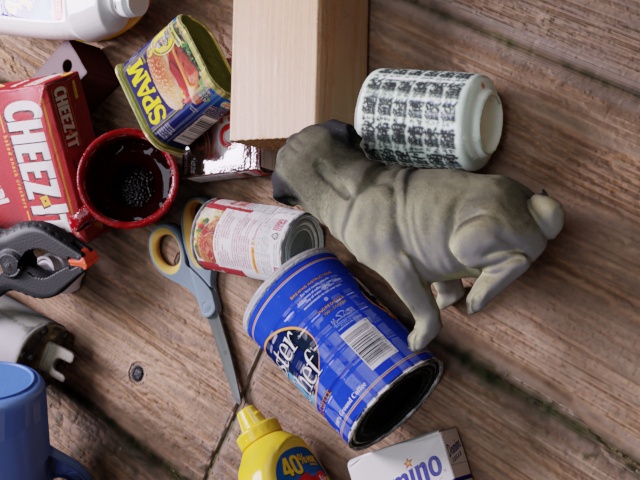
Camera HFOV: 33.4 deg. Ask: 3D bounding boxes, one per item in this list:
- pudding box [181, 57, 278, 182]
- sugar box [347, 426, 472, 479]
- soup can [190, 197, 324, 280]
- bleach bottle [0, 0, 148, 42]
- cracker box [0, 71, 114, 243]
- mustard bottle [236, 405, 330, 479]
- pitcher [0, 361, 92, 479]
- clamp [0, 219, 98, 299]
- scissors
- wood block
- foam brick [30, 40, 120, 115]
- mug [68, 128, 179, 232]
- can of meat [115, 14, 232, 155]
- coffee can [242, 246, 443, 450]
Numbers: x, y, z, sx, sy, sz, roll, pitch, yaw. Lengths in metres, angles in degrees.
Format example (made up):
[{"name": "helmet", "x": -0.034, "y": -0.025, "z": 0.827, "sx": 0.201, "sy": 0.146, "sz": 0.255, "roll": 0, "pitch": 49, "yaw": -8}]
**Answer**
[{"name": "pudding box", "x": -0.084, "y": -0.114, "z": 1.001, "sx": 0.090, "sy": 0.039, "sz": 0.113, "roll": -4, "pitch": 85, "yaw": 32}, {"name": "sugar box", "x": 0.091, "y": 0.250, "z": 0.868, "sx": 0.093, "sy": 0.048, "sz": 0.176, "roll": -24, "pitch": 77, "yaw": 25}, {"name": "soup can", "x": -0.056, "y": 0.001, "z": 0.961, "sx": 0.102, "sy": 0.068, "sz": 0.068, "roll": 10, "pitch": 92, "yaw": 31}, {"name": "bleach bottle", "x": -0.271, "y": -0.252, "z": 1.063, "sx": 0.251, "sy": 0.068, "sz": 0.102, "roll": 11, "pitch": 93, "yaw": 33}, {"name": "cracker box", "x": -0.331, "y": -0.072, "z": 1.082, "sx": 0.214, "sy": 0.072, "sz": 0.164, "roll": -5, "pitch": 108, "yaw": 22}, {"name": "mustard bottle", "x": -0.019, "y": 0.225, "z": 0.909, "sx": 0.058, "sy": 0.096, "sz": 0.192, "roll": -42, "pitch": 67, "yaw": 23}, {"name": "pitcher", "x": -0.310, "y": 0.247, "z": 1.042, "sx": 0.145, "sy": 0.148, "sz": 0.243, "roll": 17, "pitch": 112, "yaw": 37}, {"name": "clamp", "x": -0.305, "y": 0.010, "z": 1.046, "sx": 0.172, "sy": 0.039, "sz": 0.120, "roll": -10, "pitch": 112, "yaw": 15}, {"name": "scissors", "x": -0.122, "y": 0.059, "z": 1.029, "sx": 0.096, "sy": 0.016, "sz": 0.202, "roll": -9, "pitch": 83, "yaw": 33}, {"name": "wood block", "x": -0.016, "y": -0.185, "z": 0.934, "sx": 0.091, "sy": 0.090, "sz": 0.206, "roll": -1, "pitch": 86, "yaw": 32}, {"name": "foam brick", "x": -0.257, "y": -0.161, "z": 1.103, "sx": 0.078, "sy": 0.051, "sz": 0.053, "roll": -43, "pitch": 67, "yaw": 23}, {"name": "mug", "x": -0.188, "y": -0.047, "z": 1.015, "sx": 0.117, "sy": 0.081, "sz": 0.093, "roll": -41, "pitch": 90, "yaw": -5}, {"name": "can of meat", "x": -0.128, "y": -0.143, "z": 0.976, "sx": 0.084, "sy": 0.057, "sz": 0.102, "roll": -36, "pitch": 66, "yaw": 21}, {"name": "coffee can", "x": 0.018, "y": 0.089, "z": 0.890, "sx": 0.140, "sy": 0.102, "sz": 0.103, "roll": 45, "pitch": 110, "yaw": 25}]
